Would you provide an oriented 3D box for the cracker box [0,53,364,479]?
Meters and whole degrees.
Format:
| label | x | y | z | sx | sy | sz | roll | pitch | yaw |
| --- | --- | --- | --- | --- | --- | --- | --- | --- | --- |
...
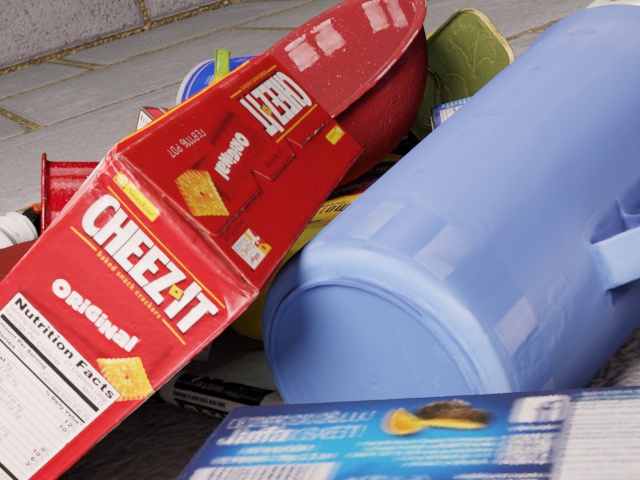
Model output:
| label | x | y | z | sx | sy | sz | roll | pitch | yaw |
| --- | --- | --- | --- | --- | --- | --- | --- | --- | --- |
| cracker box | -0.093 | 0.029 | 0.440 | 0.214 | 0.072 | 0.164 | -42 | 6 | 25 |

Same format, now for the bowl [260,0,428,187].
| label | x | y | z | sx | sy | sz | roll | pitch | yaw |
| --- | --- | --- | --- | --- | --- | --- | --- | --- | --- |
| bowl | 0.004 | -0.077 | 0.619 | 0.162 | 0.055 | 0.162 | -29 | 28 | 17 |

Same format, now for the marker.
| label | x | y | z | sx | sy | sz | roll | pitch | yaw |
| --- | --- | --- | --- | --- | --- | --- | --- | --- | --- |
| marker | -0.052 | 0.074 | 0.506 | 0.121 | 0.020 | 0.020 | 4 | 26 | 46 |

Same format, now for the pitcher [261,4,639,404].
| label | x | y | z | sx | sy | sz | roll | pitch | yaw |
| --- | --- | --- | --- | --- | --- | --- | --- | --- | --- |
| pitcher | 0.095 | -0.004 | 0.446 | 0.145 | 0.149 | 0.242 | 34 | 44 | 18 |

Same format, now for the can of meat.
| label | x | y | z | sx | sy | sz | roll | pitch | yaw |
| --- | --- | --- | --- | --- | --- | --- | --- | --- | --- |
| can of meat | 0.067 | -0.098 | 0.715 | 0.102 | 0.057 | 0.084 | -47 | 11 | -25 |

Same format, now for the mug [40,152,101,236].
| label | x | y | z | sx | sy | sz | roll | pitch | yaw |
| --- | --- | --- | --- | --- | --- | --- | --- | --- | --- |
| mug | -0.129 | 0.004 | 0.654 | 0.081 | 0.117 | 0.093 | 0 | -26 | -13 |
